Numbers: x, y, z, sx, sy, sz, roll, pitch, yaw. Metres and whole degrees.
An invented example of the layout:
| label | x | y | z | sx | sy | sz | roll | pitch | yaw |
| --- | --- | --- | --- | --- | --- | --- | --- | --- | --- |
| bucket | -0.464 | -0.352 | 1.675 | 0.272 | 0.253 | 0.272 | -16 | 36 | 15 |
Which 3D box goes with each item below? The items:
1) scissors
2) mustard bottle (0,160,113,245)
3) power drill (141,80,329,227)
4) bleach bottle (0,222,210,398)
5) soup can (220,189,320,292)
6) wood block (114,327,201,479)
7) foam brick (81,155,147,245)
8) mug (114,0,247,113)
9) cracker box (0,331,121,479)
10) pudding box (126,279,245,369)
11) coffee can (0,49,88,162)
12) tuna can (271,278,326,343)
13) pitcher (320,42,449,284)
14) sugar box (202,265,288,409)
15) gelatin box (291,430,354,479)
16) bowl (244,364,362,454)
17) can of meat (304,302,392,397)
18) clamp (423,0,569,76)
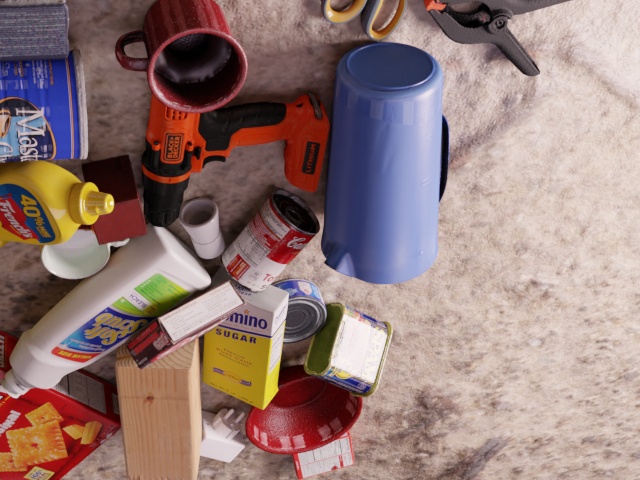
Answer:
| label | x | y | z | sx | sy | sz | roll | pitch | yaw |
| --- | --- | --- | --- | --- | --- | --- | --- | --- | --- |
| scissors | 0.055 | -0.279 | 1.016 | 0.096 | 0.016 | 0.202 | -5 | 133 | -15 |
| mustard bottle | -0.292 | -0.037 | 1.044 | 0.192 | 0.058 | 0.096 | 1 | 133 | 17 |
| power drill | -0.092 | -0.089 | 1.117 | 0.187 | 0.057 | 0.185 | -2 | 132 | -17 |
| bleach bottle | -0.249 | 0.090 | 1.192 | 0.251 | 0.068 | 0.102 | -40 | 143 | 5 |
| soup can | -0.058 | 0.001 | 1.206 | 0.068 | 0.068 | 0.102 | 24 | 120 | -35 |
| wood block | -0.195 | 0.197 | 1.310 | 0.091 | 0.090 | 0.206 | 3 | 129 | -2 |
| foam brick | -0.214 | -0.042 | 1.106 | 0.053 | 0.078 | 0.051 | -13 | 133 | -8 |
| mug | -0.134 | -0.179 | 1.000 | 0.117 | 0.081 | 0.093 | -7 | 134 | -13 |
| cracker box | -0.372 | 0.211 | 1.296 | 0.164 | 0.072 | 0.213 | -39 | 131 | 18 |
| pudding box | -0.151 | 0.094 | 1.196 | 0.113 | 0.039 | 0.090 | -31 | 177 | -41 |
| coffee can | -0.290 | -0.123 | 0.985 | 0.140 | 0.103 | 0.103 | -4 | 133 | -15 |
| tuna can | -0.036 | 0.089 | 1.321 | 0.086 | 0.034 | 0.086 | -10 | 134 | -10 |
| pitcher | 0.075 | -0.087 | 1.140 | 0.145 | 0.149 | 0.243 | 1 | 130 | 0 |
| sugar box | -0.094 | 0.120 | 1.294 | 0.093 | 0.048 | 0.176 | 21 | 136 | 16 |
| gelatin box | 0.002 | 0.303 | 1.542 | 0.089 | 0.030 | 0.073 | -15 | 134 | -6 |
| bowl | -0.028 | 0.216 | 1.431 | 0.162 | 0.055 | 0.162 | -10 | 134 | -10 |
| can of meat | 0.035 | 0.136 | 1.349 | 0.083 | 0.102 | 0.058 | 27 | 162 | -33 |
| clamp | 0.188 | -0.237 | 1.086 | 0.171 | 0.039 | 0.120 | 14 | 125 | -29 |
